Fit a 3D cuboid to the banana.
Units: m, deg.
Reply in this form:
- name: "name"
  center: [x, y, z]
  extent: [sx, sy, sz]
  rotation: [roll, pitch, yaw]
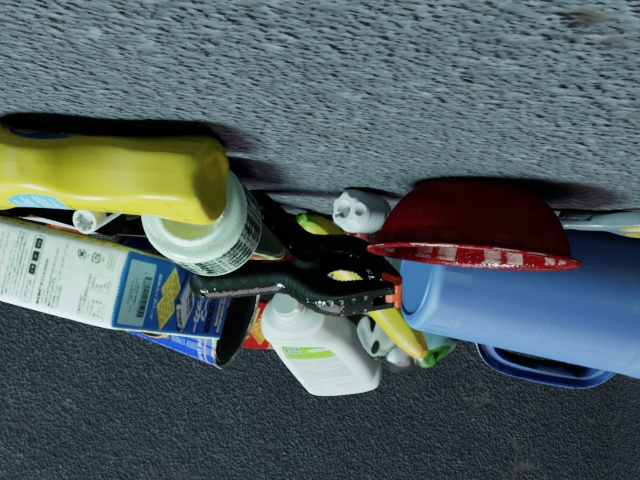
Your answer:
- name: "banana"
  center: [0.038, 0.039, 1.070]
  extent: [0.037, 0.197, 0.069]
  rotation: [-38, -164, 19]

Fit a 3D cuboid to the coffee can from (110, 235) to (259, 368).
- name: "coffee can"
  center: [-0.144, 0.057, 1.069]
  extent: [0.140, 0.103, 0.102]
  rotation: [19, 178, 14]

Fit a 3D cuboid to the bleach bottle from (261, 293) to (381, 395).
- name: "bleach bottle"
  center: [-0.001, 0.111, 1.209]
  extent: [0.102, 0.068, 0.250]
  rotation: [-9, 155, 10]

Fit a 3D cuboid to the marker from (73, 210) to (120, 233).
- name: "marker"
  center: [-0.145, -0.032, 0.794]
  extent: [0.020, 0.020, 0.121]
  rotation: [3, -161, 18]

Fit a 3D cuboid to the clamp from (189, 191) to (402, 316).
- name: "clamp"
  center: [-0.011, 0.013, 0.883]
  extent: [0.171, 0.120, 0.039]
  rotation: [10, 144, 11]

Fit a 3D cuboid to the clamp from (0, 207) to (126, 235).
- name: "clamp"
  center: [-0.251, -0.040, 0.848]
  extent: [0.164, 0.036, 0.210]
  rotation: [23, 170, -23]

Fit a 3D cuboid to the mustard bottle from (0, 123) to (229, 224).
- name: "mustard bottle"
  center: [-0.162, -0.045, 0.705]
  extent: [0.192, 0.058, 0.096]
  rotation: [4, -178, 7]

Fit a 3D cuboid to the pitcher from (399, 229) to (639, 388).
- name: "pitcher"
  center: [0.197, 0.053, 0.972]
  extent: [0.242, 0.149, 0.145]
  rotation: [10, 172, -12]

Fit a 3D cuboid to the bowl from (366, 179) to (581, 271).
- name: "bowl"
  center: [0.117, -0.012, 0.812]
  extent: [0.162, 0.055, 0.162]
  rotation: [5, 174, 0]
